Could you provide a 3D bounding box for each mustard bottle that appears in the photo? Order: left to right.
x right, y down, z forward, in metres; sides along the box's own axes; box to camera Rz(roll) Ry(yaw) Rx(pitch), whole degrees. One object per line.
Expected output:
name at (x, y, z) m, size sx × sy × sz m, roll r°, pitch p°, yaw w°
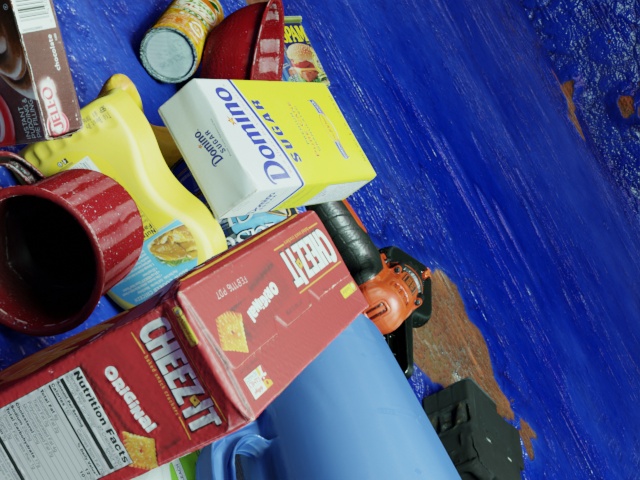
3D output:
mustard bottle at (-0.120, -0.003, 0.734) m, size 0.191 × 0.096 × 0.058 m, roll 55°, pitch 23°, yaw -13°

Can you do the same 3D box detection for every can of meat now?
can of meat at (-0.040, -0.188, 1.137) m, size 0.084 × 0.058 × 0.102 m, roll 64°, pitch 25°, yaw -1°

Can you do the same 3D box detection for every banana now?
banana at (-0.132, -0.085, 0.822) m, size 0.037 × 0.070 × 0.197 m, roll 42°, pitch 9°, yaw 14°

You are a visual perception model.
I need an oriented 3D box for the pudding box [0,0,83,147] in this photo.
pudding box at (-0.201, -0.114, 0.659) m, size 0.039 × 0.090 × 0.113 m, roll -27°, pitch 109°, yaw -55°

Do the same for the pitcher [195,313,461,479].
pitcher at (0.010, 0.144, 0.603) m, size 0.243 × 0.145 × 0.149 m, roll -114°, pitch -174°, yaw -52°

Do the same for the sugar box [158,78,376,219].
sugar box at (-0.034, -0.072, 0.793) m, size 0.093 × 0.048 × 0.176 m, roll 60°, pitch 27°, yaw 10°

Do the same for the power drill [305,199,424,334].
power drill at (0.031, -0.010, 0.971) m, size 0.187 × 0.057 × 0.184 m, roll 57°, pitch 12°, yaw 0°

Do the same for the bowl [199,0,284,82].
bowl at (-0.073, -0.146, 0.973) m, size 0.162 × 0.055 × 0.162 m, roll 10°, pitch 89°, yaw -85°

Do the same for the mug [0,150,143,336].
mug at (-0.168, -0.007, 0.661) m, size 0.117 × 0.093 × 0.081 m, roll 49°, pitch 21°, yaw -4°

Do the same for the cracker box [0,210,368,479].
cracker box at (-0.101, 0.072, 0.550) m, size 0.072 × 0.214 × 0.164 m, roll 60°, pitch 25°, yaw -3°
